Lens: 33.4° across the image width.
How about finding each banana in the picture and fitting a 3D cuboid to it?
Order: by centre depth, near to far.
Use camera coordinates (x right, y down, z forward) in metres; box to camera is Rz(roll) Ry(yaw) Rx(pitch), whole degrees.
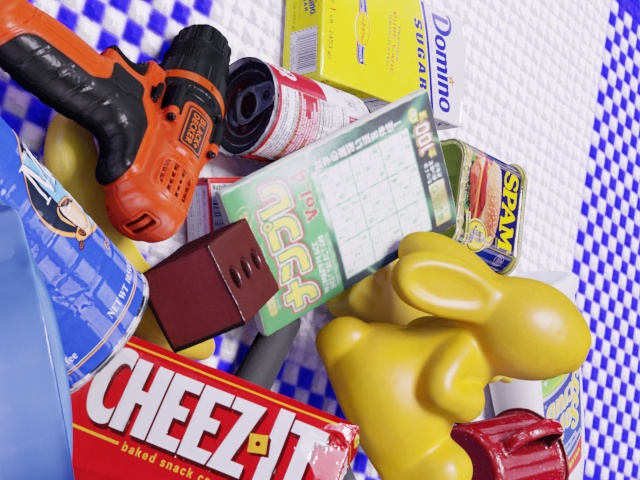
[{"bbox_3d":[-0.121,0.002,0.651,0.069,0.037,0.198,-38,114,-40],"label":"banana"}]

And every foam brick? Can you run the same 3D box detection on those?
[{"bbox_3d":[-0.066,0.026,0.643,0.053,0.051,0.078,64,17,-7],"label":"foam brick"}]

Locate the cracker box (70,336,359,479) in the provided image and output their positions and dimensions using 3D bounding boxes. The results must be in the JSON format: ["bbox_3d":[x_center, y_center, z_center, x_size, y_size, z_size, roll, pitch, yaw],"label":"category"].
[{"bbox_3d":[-0.091,0.174,0.582,0.072,0.164,0.213,97,15,-65],"label":"cracker box"}]

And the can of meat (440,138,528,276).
[{"bbox_3d":[0.123,-0.027,0.895,0.083,0.058,0.102,20,73,-41],"label":"can of meat"}]

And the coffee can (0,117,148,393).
[{"bbox_3d":[-0.171,0.005,0.551,0.140,0.103,0.102,53,53,-30],"label":"coffee can"}]

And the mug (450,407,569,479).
[{"bbox_3d":[0.149,0.181,0.871,0.081,0.117,0.093,0,55,-41],"label":"mug"}]

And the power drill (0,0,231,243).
[{"bbox_3d":[-0.128,-0.113,0.617,0.187,0.057,0.184,43,35,-29],"label":"power drill"}]

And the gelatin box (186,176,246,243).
[{"bbox_3d":[-0.055,0.001,0.726,0.073,0.030,0.089,-5,91,-45],"label":"gelatin box"}]

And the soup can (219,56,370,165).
[{"bbox_3d":[-0.019,-0.081,0.740,0.102,0.069,0.068,13,78,-46],"label":"soup can"}]

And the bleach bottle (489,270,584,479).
[{"bbox_3d":[0.202,0.160,0.961,0.102,0.068,0.251,-22,106,-44],"label":"bleach bottle"}]

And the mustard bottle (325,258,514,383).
[{"bbox_3d":[0.092,0.059,0.837,0.191,0.058,0.096,38,61,-29],"label":"mustard bottle"}]

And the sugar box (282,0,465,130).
[{"bbox_3d":[0.047,-0.147,0.830,0.175,0.048,0.093,9,81,-44],"label":"sugar box"}]
